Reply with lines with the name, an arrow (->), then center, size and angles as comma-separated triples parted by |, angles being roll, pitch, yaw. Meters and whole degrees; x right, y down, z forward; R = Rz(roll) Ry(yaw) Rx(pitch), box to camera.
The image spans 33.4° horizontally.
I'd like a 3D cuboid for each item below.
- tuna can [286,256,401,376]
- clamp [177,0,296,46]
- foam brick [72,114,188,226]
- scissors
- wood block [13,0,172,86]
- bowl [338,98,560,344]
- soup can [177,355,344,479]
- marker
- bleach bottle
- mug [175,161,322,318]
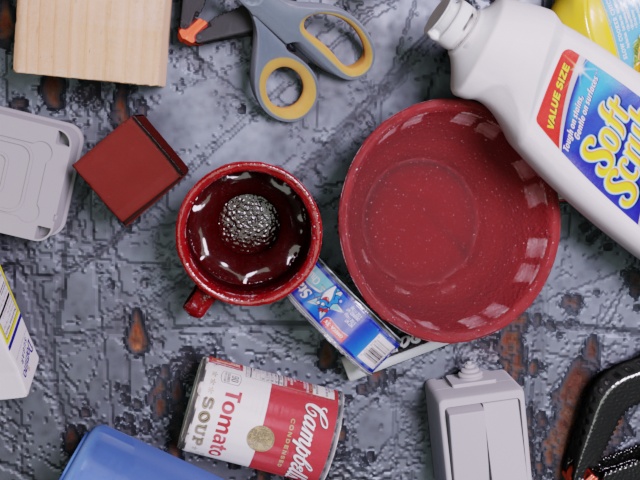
tuna can -> 0.015, 0.050, 0.725 | 0.034, 0.086, 0.086 | -45, 99, 1
clamp -> -0.026, -0.191, 0.711 | 0.120, 0.039, 0.171 | 33, 92, -3
foam brick -> -0.123, -0.048, 0.704 | 0.053, 0.078, 0.051 | -41, 99, -1
scissors -> -0.050, -0.140, 0.683 | 0.201, 0.016, 0.096 | 22, 113, -36
wood block -> -0.136, -0.204, 0.673 | 0.090, 0.091, 0.206 | 5, 98, -5
bowl -> 0.079, -0.013, 0.724 | 0.162, 0.055, 0.162 | 0, 90, -19
soup can -> -0.041, 0.125, 0.740 | 0.102, 0.068, 0.068 | 16, 97, -6
marker -> 0.074, 0.072, 0.766 | 0.121, 0.020, 0.020 | -20, 99, -2
bleach bottle -> 0.170, -0.069, 0.691 | 0.250, 0.068, 0.102 | 32, 98, -14
mug -> -0.055, 0.001, 0.714 | 0.093, 0.081, 0.117 | 31, 94, -8
